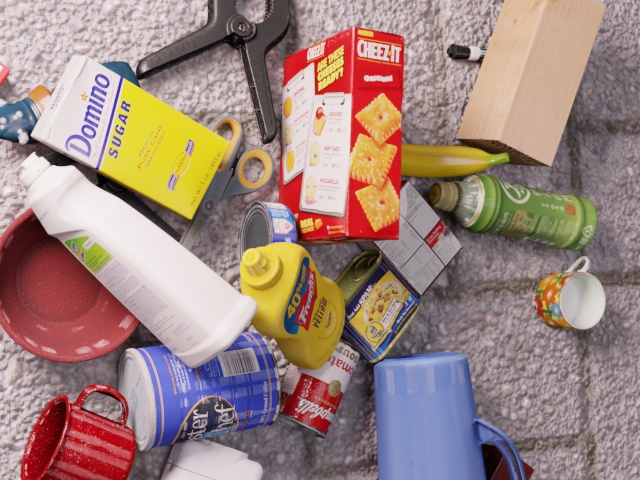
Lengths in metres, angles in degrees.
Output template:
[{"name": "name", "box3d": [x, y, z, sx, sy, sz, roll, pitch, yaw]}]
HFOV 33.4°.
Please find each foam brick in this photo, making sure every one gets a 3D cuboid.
[{"name": "foam brick", "box3d": [0.207, 0.290, 1.277, 0.051, 0.053, 0.078, 39, 71, -19]}]

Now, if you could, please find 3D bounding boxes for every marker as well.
[{"name": "marker", "box3d": [0.209, -0.230, 1.326, 0.120, 0.020, 0.020, 0, 87, -26]}]

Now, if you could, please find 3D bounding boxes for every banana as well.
[{"name": "banana", "box3d": [0.121, -0.099, 1.248, 0.197, 0.070, 0.037, -1, 71, -25]}]

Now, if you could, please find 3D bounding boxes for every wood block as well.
[{"name": "wood block", "box3d": [0.253, -0.202, 1.289, 0.090, 0.090, 0.206, 21, 86, -27]}]

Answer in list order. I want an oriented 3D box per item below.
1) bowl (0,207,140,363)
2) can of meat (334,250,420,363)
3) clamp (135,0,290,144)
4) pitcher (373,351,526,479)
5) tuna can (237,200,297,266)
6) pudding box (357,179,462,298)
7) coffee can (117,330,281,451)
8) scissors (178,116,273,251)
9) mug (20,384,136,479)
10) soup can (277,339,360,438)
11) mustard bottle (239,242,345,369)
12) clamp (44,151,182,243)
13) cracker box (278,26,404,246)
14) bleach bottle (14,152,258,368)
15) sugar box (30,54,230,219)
[{"name": "bowl", "box3d": [-0.252, 0.040, 1.063, 0.161, 0.055, 0.162, 2, 86, -26]}, {"name": "can of meat", "box3d": [0.055, 0.076, 1.212, 0.084, 0.058, 0.102, 47, 70, -19]}, {"name": "clamp", "box3d": [-0.099, -0.226, 1.162, 0.164, 0.036, 0.210, 20, 74, -16]}, {"name": "pitcher", "box3d": [0.134, 0.249, 1.198, 0.149, 0.145, 0.243, -3, 86, -27]}, {"name": "tuna can", "box3d": [-0.058, 0.001, 1.144, 0.033, 0.086, 0.086, 4, 85, -27]}, {"name": "pudding box", "box3d": [0.101, -0.001, 1.250, 0.113, 0.039, 0.090, 48, 69, -14]}, {"name": "coffee can", "box3d": [-0.125, 0.152, 1.093, 0.140, 0.103, 0.103, -7, 90, -27]}, {"name": "scissors", "box3d": [-0.104, -0.036, 1.145, 0.096, 0.016, 0.201, 22, 68, -30]}, {"name": "mug", "box3d": [-0.229, 0.198, 1.046, 0.081, 0.093, 0.117, 28, 83, -27]}, {"name": "soup can", "box3d": [-0.005, 0.157, 1.172, 0.068, 0.069, 0.102, 30, 74, -22]}, {"name": "mustard bottle", "box3d": [-0.033, 0.056, 1.077, 0.191, 0.058, 0.096, 51, 53, -57]}, {"name": "clamp", "box3d": [-0.209, -0.052, 1.100, 0.171, 0.039, 0.120, -2, 83, -29]}, {"name": "cracker box", "box3d": [0.021, -0.103, 1.145, 0.072, 0.164, 0.214, 5, 85, -28]}, {"name": "bleach bottle", "box3d": [-0.181, 0.010, 1.003, 0.250, 0.103, 0.068, 44, 52, -9]}, {"name": "sugar box", "box3d": [-0.185, -0.100, 1.058, 0.176, 0.048, 0.093, 29, 84, -34]}]
